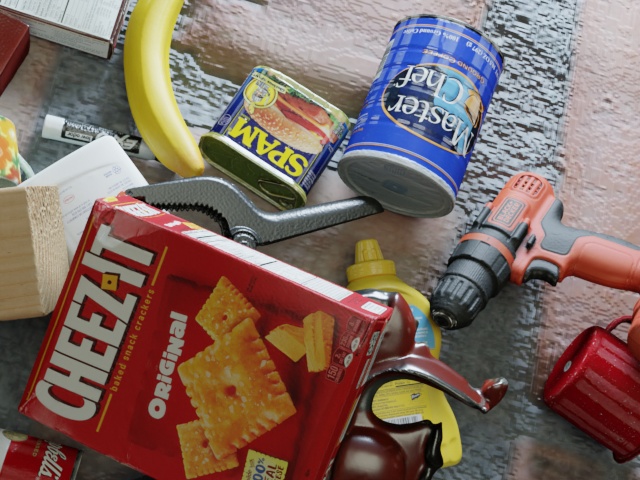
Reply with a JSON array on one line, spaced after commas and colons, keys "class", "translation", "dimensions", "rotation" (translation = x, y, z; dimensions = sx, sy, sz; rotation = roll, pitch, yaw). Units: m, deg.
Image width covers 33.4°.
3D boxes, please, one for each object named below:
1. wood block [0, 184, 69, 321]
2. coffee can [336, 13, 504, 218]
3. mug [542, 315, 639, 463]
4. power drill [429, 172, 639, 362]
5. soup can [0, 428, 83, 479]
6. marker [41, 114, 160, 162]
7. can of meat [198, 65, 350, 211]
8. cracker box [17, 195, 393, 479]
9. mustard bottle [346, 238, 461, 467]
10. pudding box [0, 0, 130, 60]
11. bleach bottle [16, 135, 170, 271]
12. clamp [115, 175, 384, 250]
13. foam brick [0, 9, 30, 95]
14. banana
[{"class": "wood block", "translation": [-0.291, 0.016, 0.753], "dimensions": [0.206, 0.091, 0.090], "rotation": [-6, 94, 0]}, {"class": "coffee can", "translation": [0.086, -0.104, 0.901], "dimensions": [0.102, 0.103, 0.140], "rotation": [24, 72, -7]}, {"class": "mug", "translation": [0.247, 0.115, 0.895], "dimensions": [0.081, 0.093, 0.117], "rotation": [34, 77, 1]}, {"class": "power drill", "translation": [0.201, 0.033, 0.870], "dimensions": [0.188, 0.057, 0.184], "rotation": [25, 53, 20]}, {"class": "soup can", "translation": [-0.231, 0.172, 0.776], "dimensions": [0.102, 0.069, 0.068], "rotation": [17, 73, -9]}, {"class": "marker", "translation": [-0.167, -0.080, 0.879], "dimensions": [0.121, 0.020, 0.020], "rotation": [13, 74, -11]}, {"class": "can of meat", "translation": [-0.037, -0.085, 0.891], "dimensions": [0.102, 0.057, 0.084], "rotation": [33, 69, -1]}, {"class": "cracker box", "translation": [-0.080, 0.083, 0.734], "dimensions": [0.214, 0.072, 0.164], "rotation": [23, 96, 10]}, {"class": "mustard bottle", "translation": [0.052, 0.093, 0.869], "dimensions": [0.096, 0.058, 0.191], "rotation": [-7, 79, -8]}, {"class": "pudding box", "translation": [-0.215, -0.212, 0.890], "dimensions": [0.113, 0.039, 0.090], "rotation": [17, 74, -7]}, {"class": "bleach bottle", "translation": [-0.133, 0.047, 0.835], "dimensions": [0.102, 0.068, 0.251], "rotation": [-34, 89, -18]}, {"class": "clamp", "translation": [-0.055, 0.001, 0.822], "dimensions": [0.210, 0.036, 0.164], "rotation": [30, 72, -13]}, {"class": "foam brick", "translation": [-0.279, -0.160, 0.854], "dimensions": [0.078, 0.051, 0.053], "rotation": [28, 71, -6]}, {"class": "banana", "translation": [-0.130, -0.137, 0.878], "dimensions": [0.070, 0.037, 0.198], "rotation": [-14, 68, 27]}]
